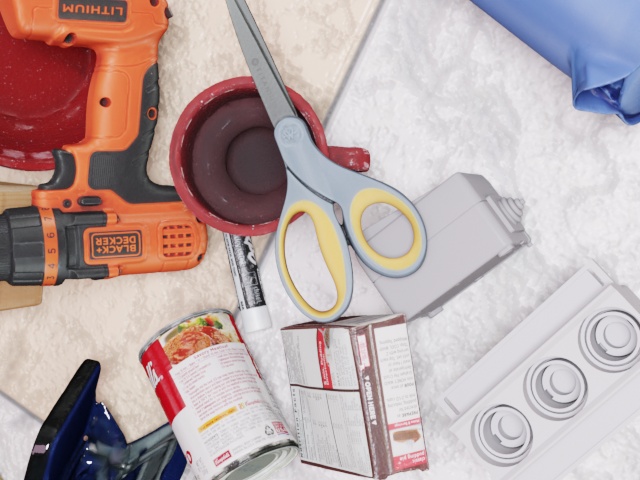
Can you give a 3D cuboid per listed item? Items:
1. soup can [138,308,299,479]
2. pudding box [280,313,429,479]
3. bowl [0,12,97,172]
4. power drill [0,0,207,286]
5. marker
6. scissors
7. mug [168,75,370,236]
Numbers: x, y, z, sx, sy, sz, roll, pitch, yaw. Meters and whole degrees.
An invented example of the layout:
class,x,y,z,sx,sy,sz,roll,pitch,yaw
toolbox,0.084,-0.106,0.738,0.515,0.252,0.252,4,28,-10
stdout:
class,x,y,z,sx,sy,sz,roll,pitch,yaw
soup can,-0.065,0.104,0.678,0.069,0.068,0.102,-38,66,19
pudding box,0.017,0.092,0.638,0.114,0.039,0.090,167,94,-67
bowl,-0.196,-0.128,0.719,0.162,0.055,0.162,-2,96,-20
power drill,-0.163,-0.065,0.673,0.057,0.184,0.188,16,107,63
marker,-0.055,0.001,0.708,0.020,0.020,0.121,-15,86,22
scissors,0.004,-0.055,0.602,0.096,0.016,0.202,-8,90,7
mug,-0.028,-0.049,0.655,0.117,0.081,0.093,-3,90,3
